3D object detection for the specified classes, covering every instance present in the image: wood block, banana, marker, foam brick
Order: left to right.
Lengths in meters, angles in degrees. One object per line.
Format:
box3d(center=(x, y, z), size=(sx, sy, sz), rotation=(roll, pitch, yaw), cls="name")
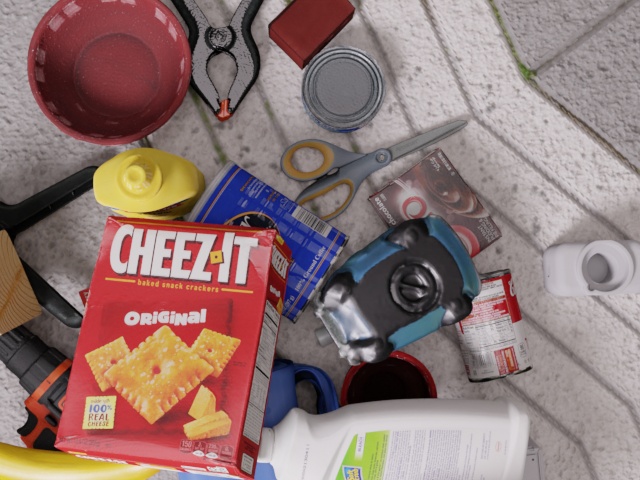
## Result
box3d(center=(-0.384, 0.074, 1.007), size=(0.206, 0.090, 0.090), rotation=(-22, 95, 14), cls="wood block")
box3d(center=(-0.241, 0.210, 0.995), size=(0.197, 0.070, 0.037), rotation=(5, 60, -2), cls="banana")
box3d(center=(-0.009, -0.221, 1.083), size=(0.051, 0.053, 0.078), rotation=(44, 88, 0), cls="foam brick")
box3d(center=(0.052, 0.075, 1.088), size=(0.121, 0.020, 0.020), rotation=(-26, 89, -3), cls="marker")

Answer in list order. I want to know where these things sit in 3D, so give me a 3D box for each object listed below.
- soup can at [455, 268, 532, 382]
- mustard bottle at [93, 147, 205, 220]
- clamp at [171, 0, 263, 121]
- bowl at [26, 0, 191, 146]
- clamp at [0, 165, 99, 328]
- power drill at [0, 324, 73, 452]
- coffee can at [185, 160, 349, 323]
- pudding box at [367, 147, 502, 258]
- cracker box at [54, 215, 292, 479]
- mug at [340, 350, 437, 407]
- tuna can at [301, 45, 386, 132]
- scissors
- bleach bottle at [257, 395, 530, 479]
box3d(center=(0.169, 0.085, 1.068), size=(0.068, 0.068, 0.102), rotation=(-13, 89, -3), cls="soup can")
box3d(center=(-0.161, -0.052, 0.999), size=(0.096, 0.191, 0.058), rotation=(-3, 88, -2), cls="mustard bottle")
box3d(center=(-0.093, -0.211, 1.087), size=(0.120, 0.039, 0.171), rotation=(-12, 92, 2), cls="clamp")
box3d(center=(-0.208, -0.172, 1.071), size=(0.162, 0.055, 0.162), rotation=(0, 87, -2), cls="bowl")
box3d(center=(-0.316, 0.009, 1.060), size=(0.210, 0.036, 0.164), rotation=(-3, 74, 2), cls="clamp")
box3d(center=(-0.299, 0.197, 1.051), size=(0.184, 0.057, 0.187), rotation=(42, 87, 0), cls="power drill")
box3d(center=(-0.057, 0.001, 1.046), size=(0.140, 0.103, 0.103), rotation=(33, 87, -1), cls="coffee can")
box3d(center=(0.115, -0.023, 1.085), size=(0.090, 0.039, 0.113), rotation=(-36, 89, -2), cls="pudding box")
box3d(center=(-0.125, 0.091, 0.937), size=(0.164, 0.072, 0.213), rotation=(5, 71, 13), cls="cracker box")
box3d(center=(0.071, 0.161, 1.054), size=(0.093, 0.081, 0.117), rotation=(-41, 89, -3), cls="mug")
box3d(center=(0.023, -0.153, 1.090), size=(0.086, 0.034, 0.086), rotation=(0, 88, -2), cls="tuna can")
box3d(center=(0.045, -0.096, 1.097), size=(0.201, 0.016, 0.096), rotation=(-38, 89, -3), cls="scissors")
box3d(center=(0.059, 0.185, 0.971), size=(0.250, 0.068, 0.102), rotation=(6, 94, -13), cls="bleach bottle")
